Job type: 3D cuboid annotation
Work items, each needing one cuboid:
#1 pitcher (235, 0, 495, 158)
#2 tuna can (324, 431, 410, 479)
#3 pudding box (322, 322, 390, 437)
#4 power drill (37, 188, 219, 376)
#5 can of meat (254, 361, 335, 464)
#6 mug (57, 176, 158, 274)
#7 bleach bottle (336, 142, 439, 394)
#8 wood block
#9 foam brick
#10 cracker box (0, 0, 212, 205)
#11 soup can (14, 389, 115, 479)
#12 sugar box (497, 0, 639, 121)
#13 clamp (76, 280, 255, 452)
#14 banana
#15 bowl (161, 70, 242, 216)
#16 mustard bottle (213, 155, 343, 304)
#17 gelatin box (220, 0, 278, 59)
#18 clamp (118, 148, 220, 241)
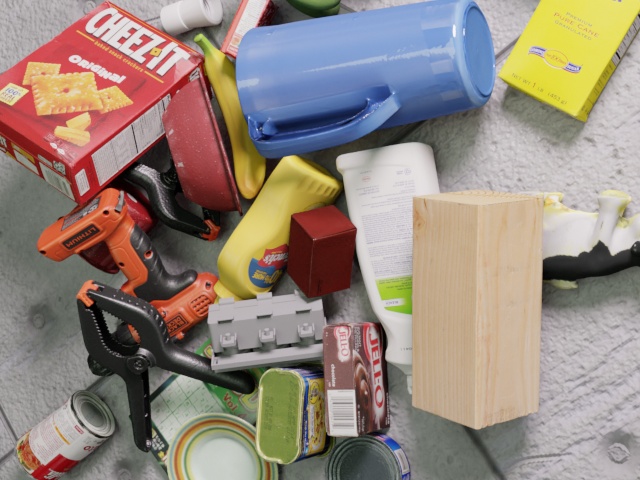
[{"bbox_3d":[0.043,-0.162,1.068,0.243,0.144,0.149,-6,87,27],"label":"pitcher"},{"bbox_3d":[0.050,0.242,1.109,0.086,0.033,0.086,-2,86,25],"label":"tuna can"},{"bbox_3d":[0.038,0.140,1.090,0.039,0.089,0.113,-2,86,26],"label":"pudding box"},{"bbox_3d":[-0.225,0.049,1.182,0.184,0.057,0.187,-33,116,9],"label":"power drill"},{"bbox_3d":[-0.025,0.181,1.120,0.058,0.083,0.102,2,88,25],"label":"can of meat"},{"bbox_3d":[-0.245,-0.028,1.240,0.081,0.093,0.117,-45,34,11],"label":"mug"},{"bbox_3d":[0.082,0.031,1.093,0.103,0.068,0.251,-8,85,23],"label":"bleach bottle"},{"bbox_3d":[0.148,0.061,1.008,0.091,0.090,0.206,11,105,52],"label":"wood block"},{"bbox_3d":[0.000,0.011,1.102,0.051,0.052,0.078,50,143,44],"label":"foam brick"},{"bbox_3d":[-0.253,-0.160,1.189,0.164,0.072,0.213,32,60,22],"label":"cracker box"},{"bbox_3d":[-0.300,0.230,1.253,0.102,0.068,0.068,-40,72,17],"label":"soup can"},{"bbox_3d":[0.258,-0.213,1.034,0.093,0.048,0.176,32,101,23],"label":"sugar box"},{"bbox_3d":[-0.197,0.135,1.165,0.165,0.036,0.210,-39,106,21],"label":"clamp"},{"bbox_3d":[-0.093,-0.128,1.157,0.037,0.069,0.198,-31,69,30],"label":"banana"},{"bbox_3d":[-0.130,-0.096,1.139,0.055,0.162,0.162,-16,79,-5],"label":"bowl"},{"bbox_3d":[-0.057,0.002,1.138,0.058,0.096,0.192,41,103,24],"label":"mustard bottle"},{"bbox_3d":[-0.076,-0.231,1.166,0.030,0.089,0.073,26,98,1],"label":"gelatin box"},{"bbox_3d":[-0.179,-0.067,1.206,0.120,0.039,0.171,-27,73,-15],"label":"clamp"}]
